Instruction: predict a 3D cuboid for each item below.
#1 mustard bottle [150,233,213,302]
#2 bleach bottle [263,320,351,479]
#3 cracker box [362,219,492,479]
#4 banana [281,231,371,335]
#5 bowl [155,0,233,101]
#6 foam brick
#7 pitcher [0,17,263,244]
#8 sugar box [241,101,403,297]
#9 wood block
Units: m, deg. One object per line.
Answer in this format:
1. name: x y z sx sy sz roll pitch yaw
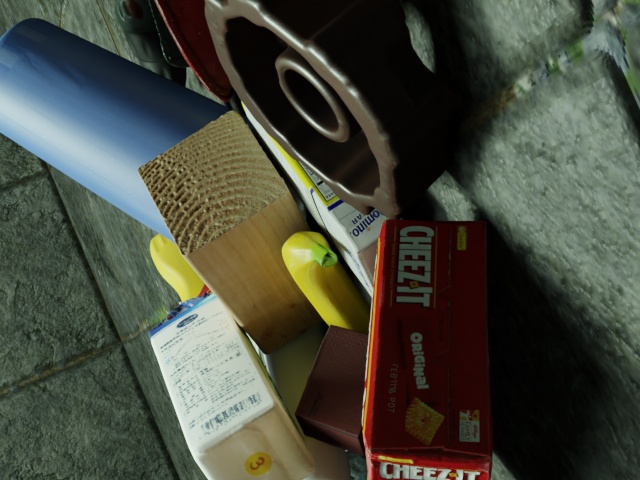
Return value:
1. mustard bottle: -0.109 0.063 1.179 0.192 0.096 0.058 60 161 23
2. bleach bottle: -0.008 0.162 0.917 0.251 0.068 0.102 -102 0 -57
3. cracker box: 0.063 0.116 0.660 0.214 0.072 0.164 86 -173 -48
4. banana: 0.011 0.043 0.815 0.070 0.037 0.197 58 -179 35
5. bowl: -0.075 -0.182 0.750 0.162 0.055 0.162 -22 -90 -80
6. foam brick: 0.020 0.112 0.803 0.053 0.078 0.051 17 158 16
7. pitcher: -0.176 -0.101 0.962 0.243 0.145 0.149 29 158 7
8. sugar box: 0.009 -0.038 0.763 0.176 0.048 0.093 52 174 33
9. wood block: -0.055 0.001 0.858 0.091 0.090 0.206 57 178 30
